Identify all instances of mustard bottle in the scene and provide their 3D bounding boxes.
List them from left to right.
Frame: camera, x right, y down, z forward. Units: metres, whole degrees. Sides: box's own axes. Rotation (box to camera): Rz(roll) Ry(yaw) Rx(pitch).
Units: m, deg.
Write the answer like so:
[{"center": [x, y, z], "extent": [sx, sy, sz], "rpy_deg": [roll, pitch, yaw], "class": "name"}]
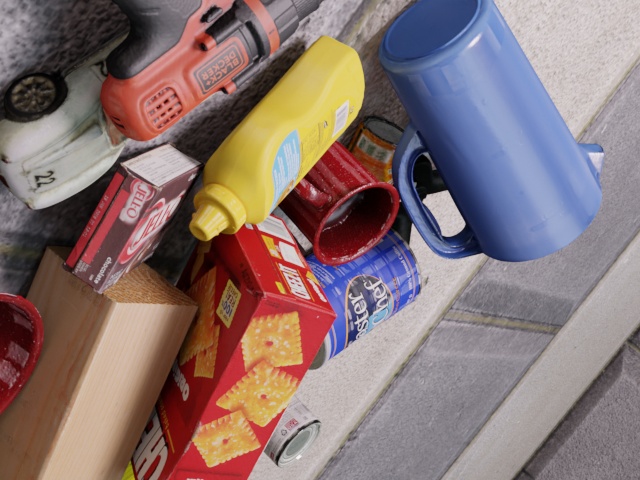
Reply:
[{"center": [-0.038, -0.069, 0.826], "extent": [0.191, 0.058, 0.096], "rpy_deg": [-52, 165, -31], "class": "mustard bottle"}]

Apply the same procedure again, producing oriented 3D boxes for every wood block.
[{"center": [-0.189, 0.116, 0.820], "extent": [0.090, 0.090, 0.206], "rpy_deg": [6, 113, -55], "class": "wood block"}]

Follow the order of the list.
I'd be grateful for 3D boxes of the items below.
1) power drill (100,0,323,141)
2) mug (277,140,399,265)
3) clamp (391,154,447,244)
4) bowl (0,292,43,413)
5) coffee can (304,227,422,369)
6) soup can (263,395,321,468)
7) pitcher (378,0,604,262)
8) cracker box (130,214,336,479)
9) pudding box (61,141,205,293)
[{"center": [-0.075, -0.172, 0.612], "extent": [0.184, 0.057, 0.187], "rpy_deg": [-42, 135, -18], "class": "power drill"}, {"center": [0.003, -0.041, 0.949], "extent": [0.093, 0.082, 0.117], "rpy_deg": [-51, 146, 13], "class": "mug"}, {"center": [0.090, -0.043, 1.144], "extent": [0.171, 0.039, 0.120], "rpy_deg": [18, 107, -56], "class": "clamp"}, {"center": [-0.271, 0.083, 0.722], "extent": [0.162, 0.055, 0.162], "rpy_deg": [-37, 153, -23], "class": "bowl"}, {"center": [0.020, 0.054, 1.092], "extent": [0.140, 0.103, 0.103], "rpy_deg": [-31, 150, -33], "class": "coffee can"}, {"center": [-0.056, 0.189, 1.164], "extent": [0.068, 0.102, 0.068], "rpy_deg": [-37, 153, -23], "class": "soup can"}, {"center": [0.142, -0.097, 0.963], "extent": [0.242, 0.145, 0.149], "rpy_deg": [53, 51, -35], "class": "pitcher"}, {"center": [-0.083, 0.096, 0.845], "extent": [0.072, 0.164, 0.214], "rpy_deg": [20, 110, -26], "class": "cracker box"}, {"center": [-0.133, -0.019, 0.772], "extent": [0.090, 0.039, 0.113], "rpy_deg": [-56, -179, 17], "class": "pudding box"}]
